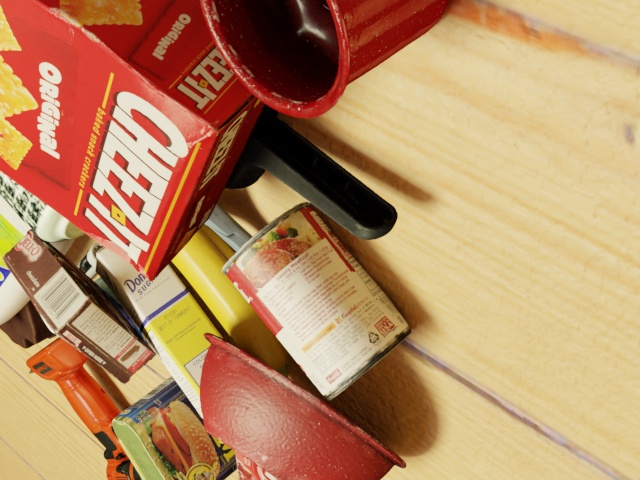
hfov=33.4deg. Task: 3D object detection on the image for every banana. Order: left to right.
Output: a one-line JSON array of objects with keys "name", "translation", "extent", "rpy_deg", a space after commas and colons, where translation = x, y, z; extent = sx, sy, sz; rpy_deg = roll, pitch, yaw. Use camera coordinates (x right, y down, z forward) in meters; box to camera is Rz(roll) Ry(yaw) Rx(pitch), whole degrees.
[{"name": "banana", "translation": [-0.082, 0.024, 0.768], "extent": [0.198, 0.037, 0.070], "rpy_deg": [53, 148, 2]}]

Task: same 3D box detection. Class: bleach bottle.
[{"name": "bleach bottle", "translation": [-0.289, 0.030, 0.944], "extent": [0.102, 0.068, 0.251], "rpy_deg": [46, 129, 9]}]

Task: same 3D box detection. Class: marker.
[{"name": "marker", "translation": [-0.212, 0.028, 0.960], "extent": [0.020, 0.020, 0.121], "rpy_deg": [54, 148, -1]}]

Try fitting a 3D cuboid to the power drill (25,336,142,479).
[{"name": "power drill", "translation": [-0.206, 0.173, 1.054], "extent": [0.187, 0.057, 0.185], "rpy_deg": [57, 148, -5]}]

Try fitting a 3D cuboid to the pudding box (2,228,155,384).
[{"name": "pudding box", "translation": [-0.187, 0.050, 0.823], "extent": [0.114, 0.039, 0.090], "rpy_deg": [43, 175, 43]}]

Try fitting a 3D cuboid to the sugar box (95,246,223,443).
[{"name": "sugar box", "translation": [-0.107, 0.075, 0.828], "extent": [0.176, 0.048, 0.093], "rpy_deg": [56, 164, 1]}]

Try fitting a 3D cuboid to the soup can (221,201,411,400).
[{"name": "soup can", "translation": [-0.002, 0.036, 0.645], "extent": [0.102, 0.068, 0.069], "rpy_deg": [50, 148, 5]}]

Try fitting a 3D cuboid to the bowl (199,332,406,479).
[{"name": "bowl", "translation": [-0.024, 0.128, 0.710], "extent": [0.162, 0.055, 0.162], "rpy_deg": [32, 169, 7]}]

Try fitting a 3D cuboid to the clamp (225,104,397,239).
[{"name": "clamp", "translation": [-0.040, -0.068, 0.619], "extent": [0.210, 0.036, 0.164], "rpy_deg": [-13, 101, 58]}]

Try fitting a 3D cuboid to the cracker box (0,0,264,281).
[{"name": "cracker box", "translation": [-0.145, -0.093, 0.586], "extent": [0.213, 0.072, 0.164], "rpy_deg": [36, 145, 2]}]

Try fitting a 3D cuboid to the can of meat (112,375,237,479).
[{"name": "can of meat", "translation": [-0.116, 0.168, 0.906], "extent": [0.058, 0.083, 0.102], "rpy_deg": [-14, 108, 57]}]

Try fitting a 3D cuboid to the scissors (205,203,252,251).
[{"name": "scissors", "translation": [-0.055, 0.001, 0.724], "extent": [0.201, 0.016, 0.096], "rpy_deg": [44, 174, -12]}]

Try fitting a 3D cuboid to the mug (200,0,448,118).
[{"name": "mug", "translation": [-0.004, -0.122, 0.483], "extent": [0.117, 0.081, 0.093], "rpy_deg": [41, 146, 20]}]
